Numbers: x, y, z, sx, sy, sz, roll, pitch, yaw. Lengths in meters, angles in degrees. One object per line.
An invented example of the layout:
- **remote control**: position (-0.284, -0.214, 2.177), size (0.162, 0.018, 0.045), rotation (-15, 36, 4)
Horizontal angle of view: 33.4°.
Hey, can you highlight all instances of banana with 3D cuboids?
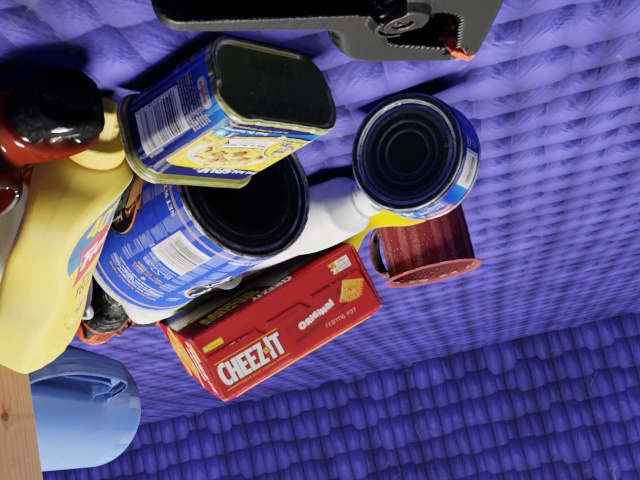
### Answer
- **banana**: position (0.044, -0.012, 0.974), size (0.037, 0.069, 0.198), rotation (-42, 175, -29)

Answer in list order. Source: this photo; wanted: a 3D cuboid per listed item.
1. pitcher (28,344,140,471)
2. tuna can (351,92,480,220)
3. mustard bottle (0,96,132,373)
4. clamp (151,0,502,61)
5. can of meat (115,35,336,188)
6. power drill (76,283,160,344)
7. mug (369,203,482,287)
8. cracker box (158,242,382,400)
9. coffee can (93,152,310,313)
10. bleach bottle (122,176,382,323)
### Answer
- **pitcher**: position (-0.248, 0.139, 0.927), size (0.149, 0.145, 0.242), rotation (27, 179, 23)
- **tuna can**: position (0.065, -0.059, 0.740), size (0.086, 0.086, 0.033), rotation (-18, 165, 25)
- **mustard bottle**: position (-0.162, -0.010, 0.680), size (0.058, 0.096, 0.192), rotation (26, 124, -1)
- **clamp**: position (0.042, -0.127, 0.526), size (0.165, 0.036, 0.209), rotation (-20, 168, 32)
- **can of meat**: position (-0.053, -0.074, 0.628), size (0.084, 0.057, 0.101), rotation (-26, 163, 39)
- **power drill**: position (-0.166, 0.067, 1.144), size (0.187, 0.057, 0.185), rotation (-5, 169, -20)
- **mug**: position (0.090, -0.003, 1.016), size (0.093, 0.081, 0.117), rotation (-1, 163, -40)
- **cracker box**: position (-0.054, 0.069, 0.995), size (0.164, 0.072, 0.214), rotation (-31, -172, -13)
- **coffee can**: position (-0.089, -0.016, 0.740), size (0.102, 0.103, 0.141), rotation (-2, 164, -38)
- **bleach bottle**: position (-0.056, 0.001, 0.928), size (0.251, 0.068, 0.102), rotation (-21, 179, 29)
